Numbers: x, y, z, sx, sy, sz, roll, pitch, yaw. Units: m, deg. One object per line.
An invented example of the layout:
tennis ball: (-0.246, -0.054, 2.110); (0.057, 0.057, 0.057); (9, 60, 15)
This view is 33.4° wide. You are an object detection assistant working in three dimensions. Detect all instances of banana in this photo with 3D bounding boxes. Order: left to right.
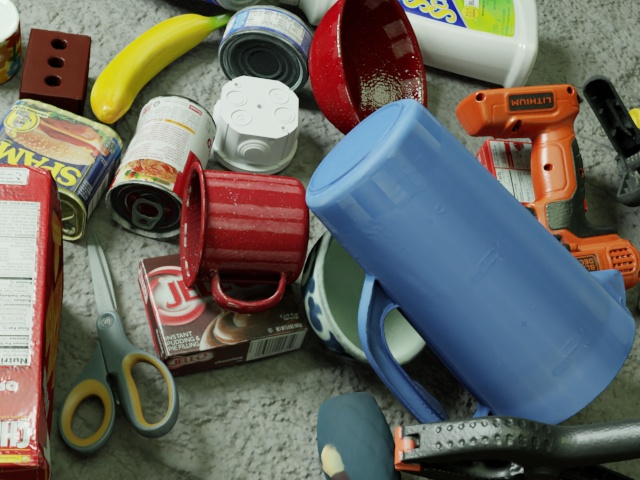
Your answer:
banana: (-0.153, -0.157, 0.939); (0.037, 0.070, 0.197); (59, 44, -22)

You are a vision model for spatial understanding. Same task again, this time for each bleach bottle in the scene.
bleach bottle: (0.083, -0.218, 1.047); (0.250, 0.068, 0.102); (11, 52, -4)

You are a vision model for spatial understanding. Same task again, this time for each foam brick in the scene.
foam brick: (-0.226, -0.135, 0.912); (0.053, 0.051, 0.078); (5, 53, -11)

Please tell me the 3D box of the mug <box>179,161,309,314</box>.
mug: (-0.055, 0.001, 0.785); (0.081, 0.093, 0.117); (3, 54, -17)

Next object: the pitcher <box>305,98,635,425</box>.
pitcher: (0.098, 0.025, 0.775); (0.242, 0.145, 0.149); (45, 39, -15)

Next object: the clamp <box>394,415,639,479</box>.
clamp: (0.158, 0.146, 0.734); (0.210, 0.165, 0.036); (8, 58, -9)

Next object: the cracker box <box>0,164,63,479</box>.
cracker box: (-0.204, 0.082, 0.689); (0.072, 0.164, 0.214); (0, 54, -12)

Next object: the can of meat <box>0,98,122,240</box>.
can of meat: (-0.219, -0.059, 0.856); (0.102, 0.057, 0.084); (21, 49, 0)

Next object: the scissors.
scissors: (-0.170, 0.078, 0.790); (0.096, 0.016, 0.202); (-34, 50, -9)

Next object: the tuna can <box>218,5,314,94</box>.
tuna can: (-0.048, -0.168, 0.960); (0.086, 0.086, 0.033); (17, 54, -2)

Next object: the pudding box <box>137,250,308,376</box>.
pudding box: (-0.077, 0.050, 0.823); (0.113, 0.039, 0.090); (-8, 56, -20)

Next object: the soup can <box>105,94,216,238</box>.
soup can: (-0.129, -0.062, 0.874); (0.068, 0.069, 0.102); (15, 52, -3)

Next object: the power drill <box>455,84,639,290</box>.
power drill: (0.170, -0.034, 0.906); (0.184, 0.057, 0.187); (-7, 79, -18)

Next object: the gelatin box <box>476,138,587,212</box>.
gelatin box: (0.191, -0.053, 0.973); (0.089, 0.030, 0.073); (4, 55, -11)

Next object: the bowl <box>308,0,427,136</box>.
bowl: (0.036, -0.149, 0.955); (0.055, 0.162, 0.162); (-8, 44, 31)
